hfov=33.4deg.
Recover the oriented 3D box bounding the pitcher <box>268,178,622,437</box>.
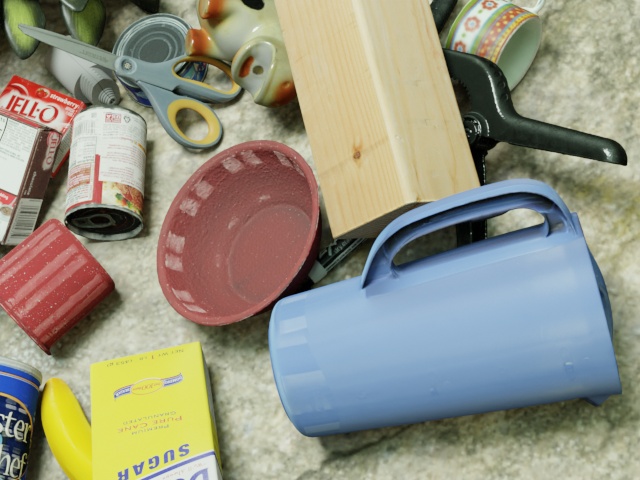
[{"bbox_3d":[0.087,0.061,0.780,0.243,0.145,0.149,-13,71,11],"label":"pitcher"}]

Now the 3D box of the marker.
[{"bbox_3d":[0.014,0.009,0.888,0.121,0.020,0.020,-42,64,-6],"label":"marker"}]

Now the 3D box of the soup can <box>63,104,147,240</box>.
[{"bbox_3d":[-0.188,-0.060,0.941,0.068,0.068,0.102,-7,65,11],"label":"soup can"}]

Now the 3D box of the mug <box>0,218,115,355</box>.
[{"bbox_3d":[-0.233,0.033,0.907,0.081,0.093,0.117,-42,27,-12],"label":"mug"}]

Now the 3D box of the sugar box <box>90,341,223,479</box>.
[{"bbox_3d":[-0.123,0.159,0.800,0.093,0.048,0.176,-13,40,-3],"label":"sugar box"}]

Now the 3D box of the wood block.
[{"bbox_3d":[0.044,-0.113,0.842,0.091,0.090,0.206,-26,73,46],"label":"wood block"}]

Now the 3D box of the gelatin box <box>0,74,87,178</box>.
[{"bbox_3d":[-0.270,-0.109,1.004,0.089,0.030,0.073,24,74,22],"label":"gelatin box"}]

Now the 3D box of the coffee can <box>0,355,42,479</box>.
[{"bbox_3d":[-0.281,0.168,0.842,0.103,0.102,0.140,-2,66,12],"label":"coffee can"}]

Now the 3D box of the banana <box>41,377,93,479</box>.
[{"bbox_3d":[-0.162,0.180,0.848,0.198,0.037,0.069,28,48,20],"label":"banana"}]

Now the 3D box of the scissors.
[{"bbox_3d":[-0.164,-0.132,0.936,0.201,0.016,0.096,2,82,-26],"label":"scissors"}]

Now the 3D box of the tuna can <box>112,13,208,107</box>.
[{"bbox_3d":[-0.151,-0.169,1.000,0.086,0.033,0.086,-5,65,11],"label":"tuna can"}]

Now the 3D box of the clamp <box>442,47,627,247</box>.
[{"bbox_3d":[0.122,-0.073,0.856,0.165,0.036,0.210,-52,59,22],"label":"clamp"}]

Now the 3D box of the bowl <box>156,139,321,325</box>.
[{"bbox_3d":[-0.056,0.001,0.874,0.162,0.055,0.162,-16,59,29],"label":"bowl"}]

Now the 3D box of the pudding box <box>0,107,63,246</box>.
[{"bbox_3d":[-0.291,-0.061,0.961,0.090,0.039,0.113,23,97,23],"label":"pudding box"}]
